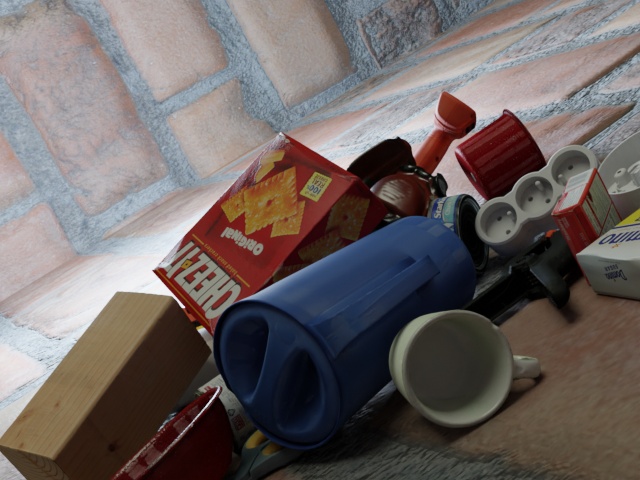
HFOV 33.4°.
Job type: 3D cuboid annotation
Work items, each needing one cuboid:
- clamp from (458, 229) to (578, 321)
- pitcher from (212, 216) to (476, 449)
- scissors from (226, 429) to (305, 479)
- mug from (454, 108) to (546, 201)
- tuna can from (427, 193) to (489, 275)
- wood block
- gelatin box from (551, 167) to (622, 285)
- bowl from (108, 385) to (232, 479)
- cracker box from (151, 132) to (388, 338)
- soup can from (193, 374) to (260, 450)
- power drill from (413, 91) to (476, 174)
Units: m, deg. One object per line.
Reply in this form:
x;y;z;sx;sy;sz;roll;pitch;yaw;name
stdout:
0.192;0.032;0.941;0.120;0.039;0.171;-15;18;45;clamp
0.038;0.063;0.923;0.149;0.145;0.242;16;32;35;pitcher
-0.076;0.203;0.907;0.201;0.016;0.096;-33;11;-20;scissors
0.218;-0.105;1.328;0.081;0.093;0.117;-34;18;1;mug
0.142;-0.004;1.089;0.034;0.086;0.086;-10;20;29;tuna can
-0.211;0.156;1.069;0.090;0.090;0.205;2;45;38;wood block
0.238;-0.013;0.938;0.030;0.073;0.089;-23;14;32;gelatin box
-0.126;0.197;0.899;0.162;0.055;0.162;-42;4;3;bowl
-0.057;0.001;1.113;0.213;0.072;0.164;-47;38;-4;cracker box
-0.058;0.140;0.997;0.102;0.068;0.069;-33;13;-19;soup can
0.123;-0.095;1.352;0.187;0.057;0.184;-54;-6;2;power drill
